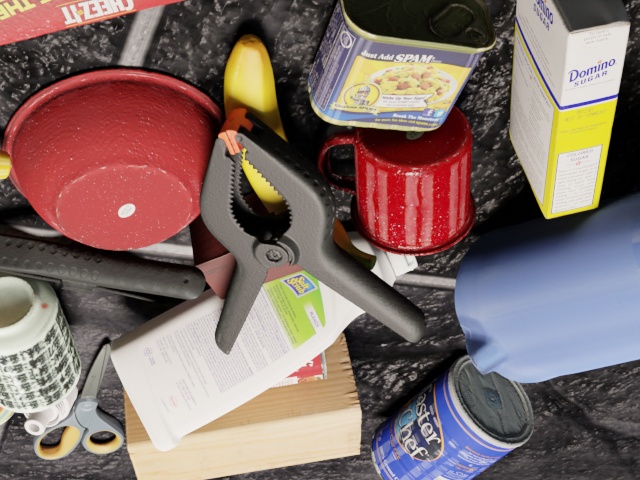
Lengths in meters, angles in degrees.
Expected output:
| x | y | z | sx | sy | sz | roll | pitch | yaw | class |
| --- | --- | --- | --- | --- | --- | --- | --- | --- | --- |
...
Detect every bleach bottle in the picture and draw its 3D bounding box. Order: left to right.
| x | y | z | sx | sy | sz | roll | pitch | yaw | class |
| --- | --- | --- | --- | --- | --- | --- | --- | --- | --- |
| -0.036 | 0.070 | 0.863 | 0.251 | 0.102 | 0.068 | -26 | -174 | -1 | bleach bottle |

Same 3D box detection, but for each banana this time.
| x | y | z | sx | sy | sz | roll | pitch | yaw | class |
| --- | --- | --- | --- | --- | --- | --- | --- | --- | --- |
| -0.025 | -0.057 | 0.741 | 0.070 | 0.037 | 0.197 | -7 | 129 | 33 | banana |

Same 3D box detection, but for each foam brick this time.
| x | y | z | sx | sy | sz | roll | pitch | yaw | class |
| --- | --- | --- | --- | --- | --- | --- | --- | --- | --- |
| -0.055 | 0.001 | 0.821 | 0.078 | 0.051 | 0.053 | -19 | 142 | 9 | foam brick |

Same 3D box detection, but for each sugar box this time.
| x | y | z | sx | sy | sz | roll | pitch | yaw | class |
| --- | --- | --- | --- | --- | --- | --- | --- | --- | --- |
| 0.161 | -0.106 | 0.707 | 0.048 | 0.093 | 0.176 | -11 | 144 | -5 | sugar box |

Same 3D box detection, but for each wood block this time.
| x | y | z | sx | sy | sz | roll | pitch | yaw | class |
| --- | --- | --- | --- | --- | --- | --- | --- | --- | --- |
| -0.072 | 0.156 | 0.986 | 0.206 | 0.091 | 0.090 | -8 | 143 | -5 | wood block |

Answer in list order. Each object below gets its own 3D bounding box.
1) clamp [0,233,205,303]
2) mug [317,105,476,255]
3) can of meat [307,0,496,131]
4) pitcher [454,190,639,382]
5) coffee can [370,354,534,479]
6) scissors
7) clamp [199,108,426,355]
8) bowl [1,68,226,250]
| x | y | z | sx | sy | sz | roll | pitch | yaw | class |
| --- | --- | --- | --- | --- | --- | --- | --- | --- | --- |
| -0.176 | 0.023 | 0.812 | 0.171 | 0.039 | 0.120 | 13 | 165 | -9 | clamp |
| 0.054 | -0.052 | 0.762 | 0.117 | 0.093 | 0.081 | 12 | 141 | 15 | mug |
| 0.049 | -0.118 | 0.691 | 0.102 | 0.057 | 0.084 | 3 | 143 | -18 | can of meat |
| 0.222 | 0.024 | 0.797 | 0.144 | 0.149 | 0.243 | 9 | 165 | -23 | pitcher |
| 0.132 | 0.193 | 1.081 | 0.102 | 0.103 | 0.141 | 15 | 136 | -31 | coffee can |
| -0.207 | 0.159 | 1.015 | 0.096 | 0.016 | 0.202 | 15 | 135 | -34 | scissors |
| -0.035 | 0.005 | 0.746 | 0.165 | 0.036 | 0.210 | -13 | 126 | 23 | clamp |
| -0.137 | -0.042 | 0.740 | 0.162 | 0.055 | 0.162 | -8 | 143 | -6 | bowl |
